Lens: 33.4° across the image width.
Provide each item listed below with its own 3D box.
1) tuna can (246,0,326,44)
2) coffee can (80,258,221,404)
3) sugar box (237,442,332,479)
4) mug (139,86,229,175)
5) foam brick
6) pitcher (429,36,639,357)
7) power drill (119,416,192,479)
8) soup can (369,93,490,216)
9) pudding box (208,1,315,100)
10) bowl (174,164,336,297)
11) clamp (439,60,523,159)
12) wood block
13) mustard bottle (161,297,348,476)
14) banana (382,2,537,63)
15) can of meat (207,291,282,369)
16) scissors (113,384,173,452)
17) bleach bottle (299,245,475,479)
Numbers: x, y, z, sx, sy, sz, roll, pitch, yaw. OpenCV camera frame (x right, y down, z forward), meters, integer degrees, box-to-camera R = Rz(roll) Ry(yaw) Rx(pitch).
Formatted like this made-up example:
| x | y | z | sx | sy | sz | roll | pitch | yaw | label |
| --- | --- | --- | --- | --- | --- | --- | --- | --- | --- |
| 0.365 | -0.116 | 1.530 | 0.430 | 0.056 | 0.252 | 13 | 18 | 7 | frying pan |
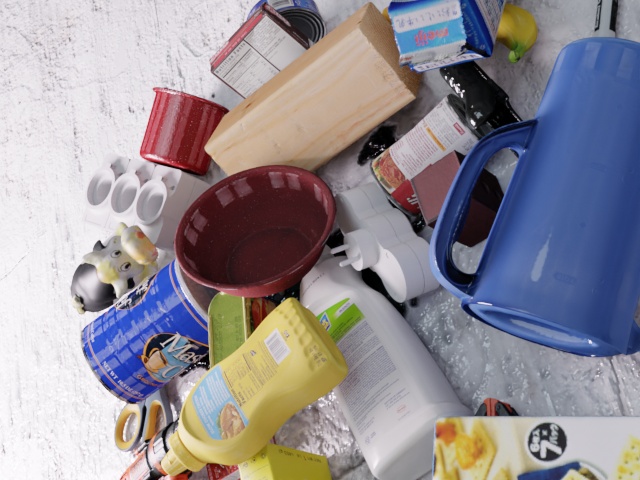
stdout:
| x | y | z | sx | sy | sz | roll | pitch | yaw | label |
| --- | --- | --- | --- | --- | --- | --- | --- | --- | --- |
| -0.038 | -0.231 | 1.168 | 0.086 | 0.086 | 0.034 | -37 | 51 | 24 | tuna can |
| -0.167 | 0.093 | 1.127 | 0.140 | 0.102 | 0.103 | -36 | 53 | 14 | coffee can |
| -0.015 | 0.273 | 0.946 | 0.048 | 0.093 | 0.176 | -36 | 54 | 25 | sugar box |
| -0.164 | -0.124 | 1.240 | 0.117 | 0.093 | 0.081 | 11 | 85 | 69 | mug |
| 0.127 | -0.036 | 0.956 | 0.051 | 0.078 | 0.053 | -34 | 56 | 26 | foam brick |
| 0.200 | -0.037 | 0.853 | 0.145 | 0.149 | 0.243 | 10 | 77 | 42 | pitcher |
| -0.138 | 0.276 | 1.049 | 0.185 | 0.057 | 0.187 | -48 | 44 | 44 | power drill |
| 0.105 | -0.080 | 0.999 | 0.102 | 0.068 | 0.068 | -41 | 51 | 20 | soup can |
| -0.049 | -0.184 | 1.139 | 0.090 | 0.113 | 0.039 | -42 | 27 | 21 | pudding box |
| -0.057 | 0.001 | 1.032 | 0.162 | 0.055 | 0.162 | -10 | 45 | 10 | bowl |
| 0.157 | -0.117 | 0.964 | 0.039 | 0.120 | 0.171 | -38 | 31 | 18 | clamp |
| -0.006 | -0.135 | 1.078 | 0.206 | 0.090 | 0.090 | -34 | 18 | 26 | wood block |
| -0.069 | 0.145 | 0.961 | 0.192 | 0.058 | 0.096 | -42 | 45 | 6 | mustard bottle |
| 0.143 | -0.211 | 1.023 | 0.198 | 0.069 | 0.037 | 29 | 129 | 50 | banana |
| -0.065 | 0.102 | 1.061 | 0.058 | 0.083 | 0.102 | -24 | 59 | 32 | can of meat |
| -0.193 | 0.152 | 1.198 | 0.096 | 0.016 | 0.202 | -18 | 62 | 35 | scissors |
| 0.046 | 0.094 | 0.986 | 0.103 | 0.068 | 0.251 | -43 | 48 | 19 | bleach bottle |
